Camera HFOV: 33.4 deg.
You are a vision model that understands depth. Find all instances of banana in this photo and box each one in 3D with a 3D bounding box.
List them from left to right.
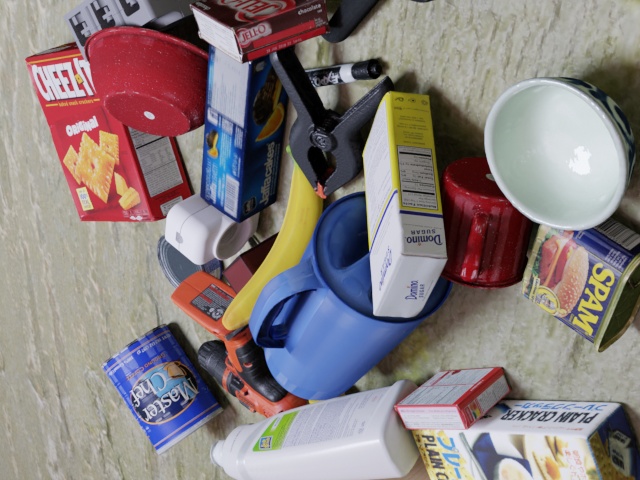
[{"bbox_3d":[-0.040,0.003,1.084,0.037,0.069,0.198,25,97,62],"label":"banana"}]

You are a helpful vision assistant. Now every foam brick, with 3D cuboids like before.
[{"bbox_3d":[-0.056,0.030,1.149,0.051,0.078,0.053,54,144,5],"label":"foam brick"}]

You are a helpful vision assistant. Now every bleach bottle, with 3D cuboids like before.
[{"bbox_3d":[-0.012,0.211,1.132,0.251,0.102,0.068,-14,117,35],"label":"bleach bottle"}]

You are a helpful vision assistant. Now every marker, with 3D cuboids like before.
[{"bbox_3d":[0.011,-0.155,0.999,0.121,0.020,0.020,1,115,48],"label":"marker"}]

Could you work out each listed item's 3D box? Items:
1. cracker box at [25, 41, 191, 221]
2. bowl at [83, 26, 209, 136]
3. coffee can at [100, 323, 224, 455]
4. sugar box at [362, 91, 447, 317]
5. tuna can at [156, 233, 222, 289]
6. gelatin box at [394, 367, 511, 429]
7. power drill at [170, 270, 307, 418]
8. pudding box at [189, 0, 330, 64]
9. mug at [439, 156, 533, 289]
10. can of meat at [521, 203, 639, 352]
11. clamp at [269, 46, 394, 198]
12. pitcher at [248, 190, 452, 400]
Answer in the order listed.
[{"bbox_3d":[-0.253,-0.129,1.264,0.164,0.072,0.214,3,115,46],"label":"cracker box"},{"bbox_3d":[-0.171,-0.152,1.098,0.162,0.055,0.162,12,160,4],"label":"bowl"},{"bbox_3d":[-0.208,0.195,1.405,0.140,0.102,0.103,56,142,5],"label":"coffee can"},{"bbox_3d":[0.070,-0.032,0.907,0.093,0.048,0.176,109,161,-53],"label":"sugar box"},{"bbox_3d":[-0.158,0.024,1.292,0.086,0.033,0.086,27,132,34],"label":"tuna can"},{"bbox_3d":[0.128,0.154,1.032,0.089,0.073,0.030,-13,104,51],"label":"gelatin box"},{"bbox_3d":[-0.105,0.122,1.248,0.185,0.057,0.187,26,151,40],"label":"power drill"},{"bbox_3d":[-0.055,-0.200,0.961,0.114,0.090,0.039,38,146,57],"label":"pudding box"},{"bbox_3d":[0.134,-0.012,0.887,0.093,0.117,0.081,13,122,13],"label":"mug"},{"bbox_3d":[0.217,0.025,0.864,0.084,0.057,0.102,37,137,29],"label":"can of meat"},{"bbox_3d":[-0.001,-0.112,1.003,0.120,0.039,0.172,32,142,13],"label":"clamp"},{"bbox_3d":[0.015,0.068,1.034,0.149,0.145,0.243,27,146,-3],"label":"pitcher"}]
